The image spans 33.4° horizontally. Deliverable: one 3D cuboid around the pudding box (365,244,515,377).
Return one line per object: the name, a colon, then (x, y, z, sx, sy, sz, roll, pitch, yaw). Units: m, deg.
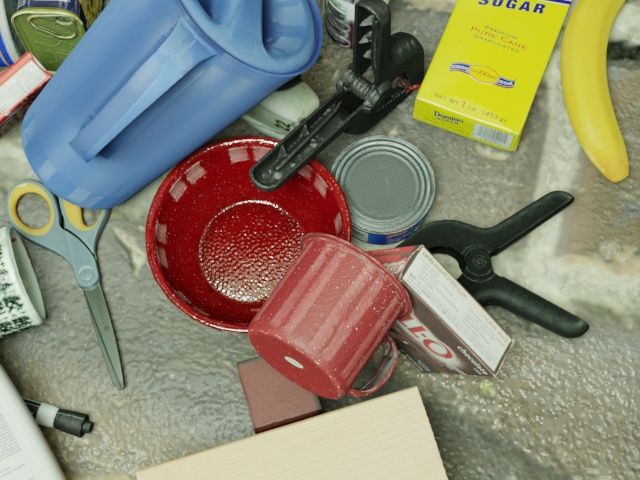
pudding box: (0.075, 0.053, 0.791, 0.113, 0.090, 0.039, 43, 67, -21)

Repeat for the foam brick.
foam brick: (-0.030, 0.117, 0.801, 0.051, 0.078, 0.053, -16, 70, -5)

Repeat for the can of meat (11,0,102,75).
can of meat: (-0.216, -0.199, 0.893, 0.057, 0.102, 0.084, 1, 70, 1)

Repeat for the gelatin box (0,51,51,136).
gelatin box: (-0.256, -0.112, 0.870, 0.073, 0.089, 0.030, -44, 99, -13)

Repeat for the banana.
banana: (0.237, -0.146, 0.905, 0.069, 0.037, 0.198, 10, 72, 5)

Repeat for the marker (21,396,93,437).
marker: (-0.235, 0.129, 0.828, 0.121, 0.020, 0.020, 15, 73, 5)

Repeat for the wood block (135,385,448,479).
wood block: (-0.017, 0.184, 0.772, 0.206, 0.090, 0.091, -16, 72, -4)

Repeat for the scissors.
scissors: (-0.207, 0.024, 0.864, 0.096, 0.016, 0.202, -4, 72, 1)

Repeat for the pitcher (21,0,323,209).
pitcher: (-0.126, -0.115, 0.783, 0.148, 0.243, 0.145, 6, 61, -42)

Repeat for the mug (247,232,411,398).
mug: (0.010, 0.063, 0.744, 0.117, 0.093, 0.081, 49, 65, -29)

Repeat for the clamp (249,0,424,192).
clamp: (0.027, -0.111, 0.831, 0.036, 0.209, 0.165, 41, 109, 11)

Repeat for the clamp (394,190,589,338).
clamp: (0.132, 0.030, 0.849, 0.171, 0.039, 0.120, -11, 67, 0)

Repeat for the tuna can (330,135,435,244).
tuna can: (0.050, -0.040, 0.873, 0.086, 0.034, 0.086, 0, 72, 0)

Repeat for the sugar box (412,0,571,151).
sugar box: (0.152, -0.171, 0.909, 0.093, 0.048, 0.176, 21, 74, 7)

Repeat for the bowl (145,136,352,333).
bowl: (-0.056, 0.001, 0.849, 0.162, 0.055, 0.162, 0, 72, 0)
